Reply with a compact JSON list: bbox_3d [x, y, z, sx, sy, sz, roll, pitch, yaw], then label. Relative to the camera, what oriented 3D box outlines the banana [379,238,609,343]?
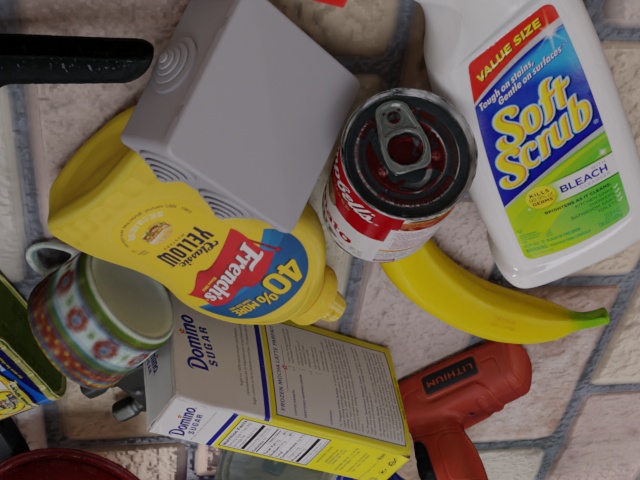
[{"bbox_3d":[0.095,0.027,0.687,0.197,0.037,0.070,23,128,-29],"label":"banana"}]

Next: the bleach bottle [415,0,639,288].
[{"bbox_3d":[0.098,-0.082,0.559,0.103,0.068,0.250,-25,133,13],"label":"bleach bottle"}]

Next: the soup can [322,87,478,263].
[{"bbox_3d":[0.038,-0.031,0.566,0.068,0.068,0.102,-5,167,-7],"label":"soup can"}]

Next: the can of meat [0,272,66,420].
[{"bbox_3d":[-0.217,0.072,0.657,0.084,0.057,0.102,-20,136,8],"label":"can of meat"}]

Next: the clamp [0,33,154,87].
[{"bbox_3d":[-0.176,-0.103,0.494,0.171,0.039,0.120,-19,114,13],"label":"clamp"}]

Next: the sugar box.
[{"bbox_3d":[-0.028,0.095,0.693,0.176,0.093,0.048,18,129,-26],"label":"sugar box"}]

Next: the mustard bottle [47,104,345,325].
[{"bbox_3d":[-0.054,0.001,0.615,0.096,0.058,0.191,-37,131,25],"label":"mustard bottle"}]

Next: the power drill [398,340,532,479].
[{"bbox_3d":[0.127,0.159,0.723,0.185,0.187,0.057,-26,133,17],"label":"power drill"}]
